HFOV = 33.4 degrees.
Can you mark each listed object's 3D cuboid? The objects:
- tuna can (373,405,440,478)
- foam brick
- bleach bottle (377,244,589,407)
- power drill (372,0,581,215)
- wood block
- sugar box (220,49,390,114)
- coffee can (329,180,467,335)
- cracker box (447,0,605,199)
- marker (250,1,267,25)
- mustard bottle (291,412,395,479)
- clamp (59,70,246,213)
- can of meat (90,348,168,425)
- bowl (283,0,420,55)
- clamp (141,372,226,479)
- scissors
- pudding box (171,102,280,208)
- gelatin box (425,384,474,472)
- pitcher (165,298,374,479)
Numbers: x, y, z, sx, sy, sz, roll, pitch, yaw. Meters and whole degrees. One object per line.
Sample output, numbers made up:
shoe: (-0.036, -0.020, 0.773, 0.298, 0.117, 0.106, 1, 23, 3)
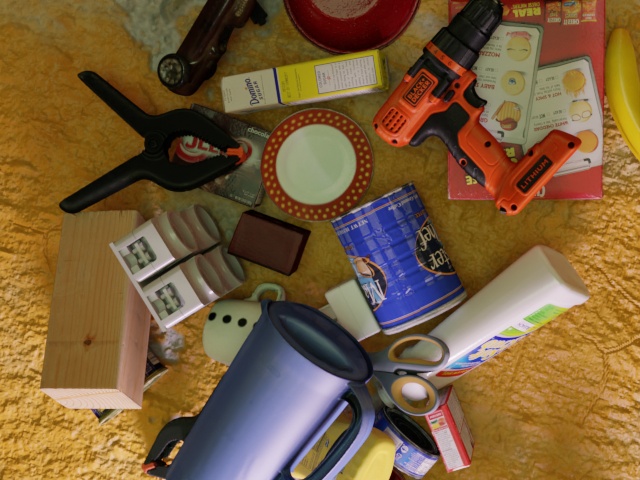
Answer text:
tuna can: (0.093, 0.226, 1.202, 0.086, 0.086, 0.034, 39, 100, 4)
foam brick: (-0.058, 0.002, 1.222, 0.078, 0.053, 0.051, 20, 99, 6)
bleach bottle: (0.169, 0.105, 1.179, 0.251, 0.102, 0.068, -40, 63, 20)
power drill: (0.172, -0.132, 1.093, 0.188, 0.057, 0.185, 42, 109, 9)
wood block: (-0.246, 0.078, 1.201, 0.091, 0.090, 0.206, -1, 67, 9)
sugar box: (-0.014, -0.174, 1.174, 0.176, 0.093, 0.048, -6, 94, 10)
coffee can: (0.086, 0.019, 1.172, 0.103, 0.102, 0.140, -25, 91, 12)
cracker box: (0.219, -0.153, 1.146, 0.164, 0.072, 0.214, 0, 97, 12)
marker: (-0.098, -0.296, 1.213, 0.020, 0.020, 0.121, -34, 89, 12)
mustard bottle: (-0.005, 0.225, 1.196, 0.192, 0.058, 0.096, 26, 99, 45)
clamp: (-0.189, -0.114, 1.198, 0.210, 0.036, 0.164, -2, 82, 4)
can of meat: (-0.247, 0.155, 1.270, 0.102, 0.057, 0.084, -41, 85, 11)
bowl: (0.031, -0.285, 1.174, 0.162, 0.055, 0.162, 1, 96, 10)
clamp: (-0.134, 0.245, 1.254, 0.172, 0.039, 0.120, -39, 61, 22)
scissors: (0.053, 0.151, 1.176, 0.202, 0.016, 0.096, -13, 83, 32)
pudding box: (-0.109, -0.098, 1.226, 0.113, 0.039, 0.090, 21, 98, 7)
gelatin box: (0.144, 0.208, 1.189, 0.030, 0.089, 0.073, -21, 92, 13)
pitcher: (-0.055, 0.196, 1.127, 0.145, 0.149, 0.243, 30, 108, -13)
